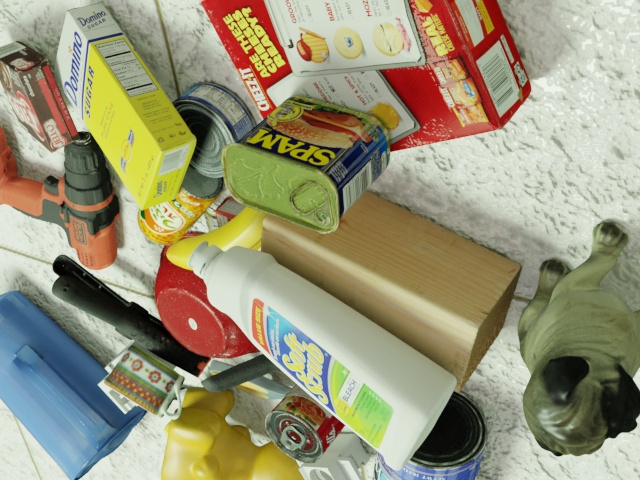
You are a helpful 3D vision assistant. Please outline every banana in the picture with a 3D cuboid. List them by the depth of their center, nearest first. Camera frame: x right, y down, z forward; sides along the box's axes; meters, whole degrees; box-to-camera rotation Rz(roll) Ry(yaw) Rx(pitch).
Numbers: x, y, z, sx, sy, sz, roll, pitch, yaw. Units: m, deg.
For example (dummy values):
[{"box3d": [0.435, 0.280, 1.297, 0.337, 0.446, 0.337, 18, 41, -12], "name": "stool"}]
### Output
[{"box3d": [-0.074, -0.019, 0.999, 0.198, 0.037, 0.070, -43, 57, 31], "name": "banana"}]

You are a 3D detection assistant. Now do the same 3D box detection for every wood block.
[{"box3d": [0.057, 0.031, 0.931, 0.206, 0.090, 0.090, 27, 138, 19], "name": "wood block"}]

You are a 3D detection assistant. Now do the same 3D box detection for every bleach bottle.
[{"box3d": [-0.010, 0.085, 0.916, 0.251, 0.068, 0.103, 34, 140, 15], "name": "bleach bottle"}]

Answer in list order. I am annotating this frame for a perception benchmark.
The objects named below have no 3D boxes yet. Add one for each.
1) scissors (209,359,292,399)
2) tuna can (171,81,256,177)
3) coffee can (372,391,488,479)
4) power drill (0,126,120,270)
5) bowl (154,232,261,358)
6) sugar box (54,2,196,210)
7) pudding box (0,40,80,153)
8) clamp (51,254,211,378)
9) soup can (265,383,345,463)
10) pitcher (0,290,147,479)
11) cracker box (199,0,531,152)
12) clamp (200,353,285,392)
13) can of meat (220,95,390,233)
[{"box3d": [-0.027, 0.175, 1.175, 0.202, 0.016, 0.096, 20, 164, 2], "name": "scissors"}, {"box3d": [-0.102, -0.102, 0.993, 0.086, 0.033, 0.086, 22, 135, 24], "name": "tuna can"}, {"box3d": [0.103, 0.223, 1.049, 0.103, 0.102, 0.140, 25, 136, 21], "name": "coffee can"}, {"box3d": [-0.306, -0.067, 1.173, 0.188, 0.057, 0.184, 25, 137, 21], "name": "power drill"}, {"box3d": [-0.123, 0.072, 1.143, 0.162, 0.055, 0.162, 22, 136, 23], "name": "bowl"}, {"box3d": [-0.185, -0.125, 0.993, 0.176, 0.048, 0.093, 52, 143, 18], "name": "sugar box"}, {"box3d": [-0.289, -0.147, 1.074, 0.114, 0.039, 0.090, 36, 148, 54], "name": "pudding box"}, {"box3d": [-0.213, 0.087, 1.178, 0.210, 0.036, 0.164, 35, 179, -9], "name": "clamp"}, {"box3d": [-0.001, 0.167, 1.086, 0.069, 0.102, 0.068, 22, 135, 24], "name": "soup can"}, {"box3d": [-0.346, 0.179, 1.363, 0.243, 0.144, 0.149, 44, 119, 4], "name": "pitcher"}, {"box3d": [0.033, -0.151, 0.811, 0.214, 0.072, 0.164, -8, 118, 44], "name": "cracker box"}, {"box3d": [-0.035, 0.109, 1.055, 0.171, 0.120, 0.039, 17, 176, 4], "name": "clamp"}, {"box3d": [-0.009, -0.061, 0.802, 0.102, 0.083, 0.057, 20, 136, 27], "name": "can of meat"}]
